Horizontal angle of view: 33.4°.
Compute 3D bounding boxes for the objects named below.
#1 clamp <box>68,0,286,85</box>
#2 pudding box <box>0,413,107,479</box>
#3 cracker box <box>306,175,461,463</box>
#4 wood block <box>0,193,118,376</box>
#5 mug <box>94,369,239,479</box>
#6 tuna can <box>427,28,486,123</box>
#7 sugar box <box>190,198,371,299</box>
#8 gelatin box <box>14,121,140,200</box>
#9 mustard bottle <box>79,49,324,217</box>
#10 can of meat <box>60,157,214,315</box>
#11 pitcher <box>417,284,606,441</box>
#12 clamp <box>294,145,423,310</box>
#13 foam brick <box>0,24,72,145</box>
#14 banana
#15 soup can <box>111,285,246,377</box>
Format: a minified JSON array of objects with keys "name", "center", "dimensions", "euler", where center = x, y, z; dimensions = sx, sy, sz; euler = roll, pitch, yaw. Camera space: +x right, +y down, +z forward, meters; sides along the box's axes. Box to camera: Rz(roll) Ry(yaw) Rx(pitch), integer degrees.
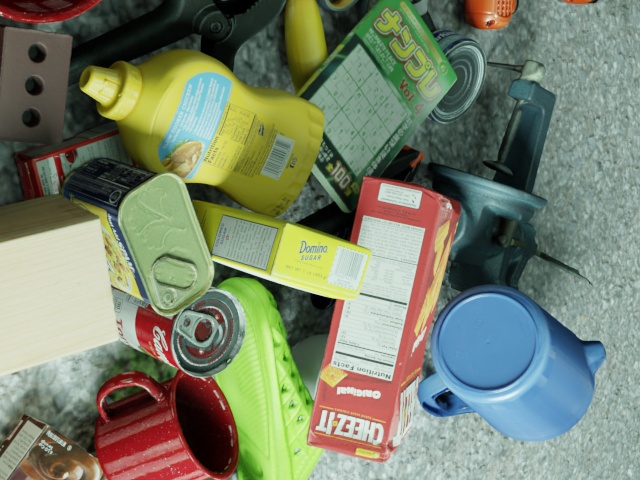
[{"name":"clamp","center":[-0.094,-0.164,0.788],"dimensions":[0.164,0.036,0.210],"euler":[14,119,-41]},{"name":"pudding box","center":[-0.208,0.198,0.819],"dimensions":[0.090,0.039,0.113],"euler":[-56,131,-17]},{"name":"cracker box","center":[0.058,0.061,0.879],"dimensions":[0.164,0.072,0.214],"euler":[5,97,-78]},{"name":"wood block","center":[-0.247,0.041,0.689],"dimensions":[0.205,0.090,0.091],"euler":[-16,111,-29]},{"name":"mug","center":[-0.128,0.147,0.832],"dimensions":[0.117,0.082,0.093],"euler":[53,23,-33]},{"name":"tuna can","center":[0.119,-0.156,1.021],"dimensions":[0.086,0.034,0.086],"euler":[-27,132,-34]},{"name":"sugar box","center":[-0.055,0.001,0.816],"dimensions":[0.093,0.177,0.048],"euler":[19,89,-44]},{"name":"gelatin box","center":[-0.176,-0.041,0.796],"dimensions":[0.089,0.030,0.073],"euler":[-25,118,-35]},{"name":"mustard bottle","center":[-0.090,-0.087,0.787],"dimensions":[0.191,0.058,0.096],"euler":[19,100,-39]},{"name":"can of meat","center":[-0.132,-0.006,0.765],"dimensions":[0.057,0.084,0.102],"euler":[-37,126,-31]},{"name":"pitcher","center":[0.177,0.123,1.038],"dimensions":[0.149,0.145,0.242],"euler":[-63,155,-4]},{"name":"clamp","center":[0.028,-0.027,0.956],"dimensions":[0.171,0.039,0.120],"euler":[-56,155,-10]},{"name":"foam brick","center":[-0.208,-0.108,0.734],"dimensions":[0.052,0.051,0.078],"euler":[0,100,-43]},{"name":"banana","center":[0.004,-0.129,0.939],"dimensions":[0.069,0.037,0.197],"euler":[-70,144,-45]},{"name":"soup can","center":[-0.115,0.060,0.827],"dimensions":[0.068,0.102,0.068],"euler":[-12,108,-40]}]
